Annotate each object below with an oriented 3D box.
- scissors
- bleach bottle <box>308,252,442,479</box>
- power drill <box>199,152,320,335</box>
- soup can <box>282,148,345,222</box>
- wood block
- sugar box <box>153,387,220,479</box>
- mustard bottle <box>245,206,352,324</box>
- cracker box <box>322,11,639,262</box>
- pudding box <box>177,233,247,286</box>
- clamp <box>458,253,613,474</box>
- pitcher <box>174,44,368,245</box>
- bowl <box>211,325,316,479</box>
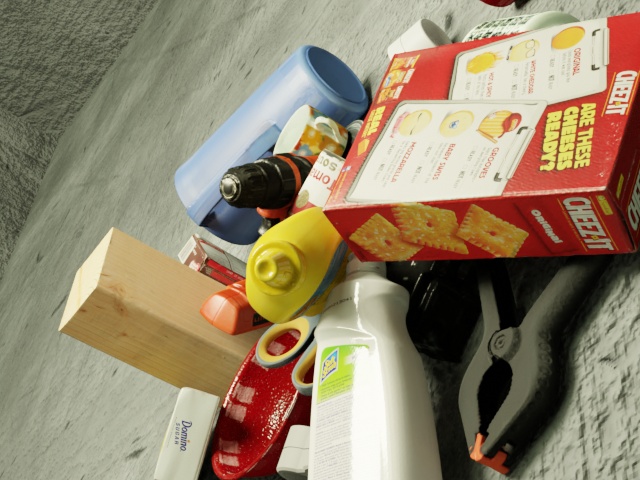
[{"bbox_3d":[0.012,0.053,0.944,0.096,0.016,0.201,4,47,29],"label":"scissors"},{"bbox_3d":[0.039,0.119,0.750,0.103,0.068,0.251,-23,53,35],"label":"bleach bottle"},{"bbox_3d":[-0.057,0.001,1.070,0.057,0.184,0.188,34,114,27],"label":"power drill"},{"bbox_3d":[0.007,-0.027,1.012,0.102,0.068,0.068,-61,21,4],"label":"soup can"},{"bbox_3d":[-0.158,0.087,1.134,0.090,0.206,0.090,-45,26,36],"label":"wood block"},{"bbox_3d":[-0.137,0.208,1.072,0.176,0.048,0.093,111,175,-70],"label":"sugar box"},{"bbox_3d":[-0.013,0.019,0.833,0.096,0.058,0.191,-55,-12,10],"label":"mustard bottle"},{"bbox_3d":[0.127,-0.067,0.750,0.214,0.072,0.164,-2,50,37],"label":"cracker box"},{"bbox_3d":[-0.116,0.039,1.262,0.039,0.090,0.113,-57,21,6],"label":"pudding box"},{"bbox_3d":[0.130,0.071,0.731,0.120,0.039,0.171,-8,54,65],"label":"clamp"},{"bbox_3d":[-0.060,-0.112,1.275,0.243,0.144,0.149,-45,43,28],"label":"pitcher"},{"bbox_3d":[-0.036,0.153,0.979,0.162,0.055,0.162,-48,24,30],"label":"bowl"}]
